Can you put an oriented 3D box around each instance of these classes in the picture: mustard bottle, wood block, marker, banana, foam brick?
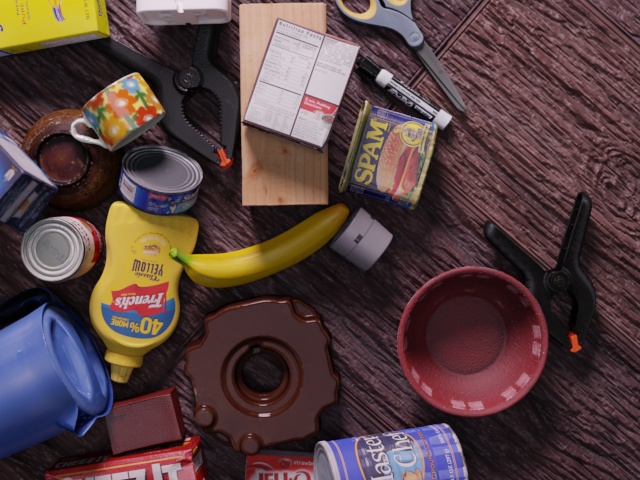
[{"bbox_3d":[-0.197,0.059,1.151,0.096,0.058,0.191,12,94,-20],"label":"mustard bottle"},{"bbox_3d":[-0.037,-0.140,1.128,0.090,0.091,0.206,-1,92,0],"label":"wood block"},{"bbox_3d":[0.089,-0.162,1.163,0.121,0.020,0.020,35,92,-1],"label":"marker"},{"bbox_3d":[-0.061,0.012,1.149,0.197,0.069,0.037,-17,60,-9],"label":"banana"},{"bbox_3d":[-0.191,0.195,1.162,0.078,0.051,0.053,-12,91,0],"label":"foam brick"}]

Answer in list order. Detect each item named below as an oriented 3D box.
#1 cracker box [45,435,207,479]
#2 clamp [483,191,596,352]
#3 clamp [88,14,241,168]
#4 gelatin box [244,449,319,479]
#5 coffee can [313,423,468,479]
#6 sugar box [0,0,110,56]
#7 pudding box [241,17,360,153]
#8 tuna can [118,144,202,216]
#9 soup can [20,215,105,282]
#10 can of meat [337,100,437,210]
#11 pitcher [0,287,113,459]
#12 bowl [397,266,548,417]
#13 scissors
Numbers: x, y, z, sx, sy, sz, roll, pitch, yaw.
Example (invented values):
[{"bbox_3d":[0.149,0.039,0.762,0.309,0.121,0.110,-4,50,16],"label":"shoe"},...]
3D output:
[{"bbox_3d":[-0.196,0.335,1.158,0.164,0.072,0.214,-10,92,1],"label":"cracker box"},{"bbox_3d":[0.262,0.033,1.162,0.120,0.039,0.171,-25,98,5],"label":"clamp"},{"bbox_3d":[-0.152,-0.173,1.154,0.164,0.036,0.210,-18,88,2],"label":"clamp"},{"bbox_3d":[-0.040,0.270,1.176,0.089,0.030,0.073,4,92,-1],"label":"gelatin box"},{"bbox_3d":[0.072,0.253,1.124,0.140,0.103,0.103,-6,92,-13],"label":"coffee can"},{"bbox_3d":[-0.319,-0.249,1.134,0.176,0.048,0.093,-9,91,8],"label":"sugar box"},{"bbox_3d":[-0.020,-0.154,1.063,0.090,0.039,0.113,19,90,-1],"label":"pudding box"},{"bbox_3d":[-0.170,-0.064,1.134,0.086,0.086,0.034,18,125,-1],"label":"tuna can"},{"bbox_3d":[-0.272,0.008,1.129,0.068,0.102,0.068,0,92,0],"label":"soup can"},{"bbox_3d":[0.073,-0.089,1.148,0.084,0.057,0.102,16,93,-4],"label":"can of meat"},{"bbox_3d":[-0.355,0.164,1.128,0.243,0.149,0.145,-26,103,7],"label":"pitcher"},{"bbox_3d":[0.161,0.107,1.156,0.162,0.055,0.162,0,92,0],"label":"bowl"},{"bbox_3d":[0.081,-0.220,1.162,0.096,0.016,0.202,-20,92,3],"label":"scissors"}]
